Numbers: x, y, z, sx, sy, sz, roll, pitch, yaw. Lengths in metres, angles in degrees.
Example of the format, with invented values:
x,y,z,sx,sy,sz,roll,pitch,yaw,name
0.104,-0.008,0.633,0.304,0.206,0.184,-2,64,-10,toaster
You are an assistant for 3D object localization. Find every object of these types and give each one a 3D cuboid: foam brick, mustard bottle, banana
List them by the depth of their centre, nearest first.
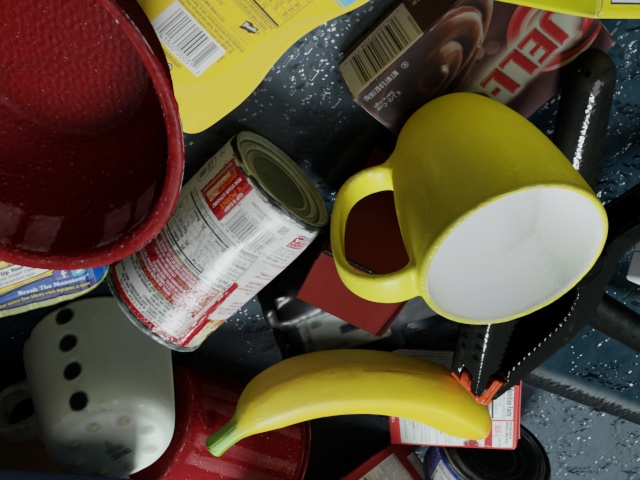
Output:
x,y,z,sx,sy,sz,roll,pitch,yaw,name
-0.013,-0.134,0.452,0.192,0.058,0.096,-35,127,14,mustard bottle
0.029,0.000,0.564,0.051,0.078,0.053,26,144,-1,foam brick
0.031,0.093,0.631,0.197,0.037,0.070,4,138,-28,banana

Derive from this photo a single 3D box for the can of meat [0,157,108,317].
x,y,z,sx,sy,sz,roll,pitch,yaw,name
-0.159,-0.009,0.518,0.102,0.057,0.084,-14,136,-8,can of meat

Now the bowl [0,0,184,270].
x,y,z,sx,sy,sz,roll,pitch,yaw,name
-0.120,-0.066,0.422,0.162,0.055,0.162,11,131,13,bowl

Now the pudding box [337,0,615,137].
x,y,z,sx,sy,sz,roll,pitch,yaw,name
0.078,-0.094,0.536,0.114,0.039,0.090,-40,133,18,pudding box

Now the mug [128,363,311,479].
x,y,z,sx,sy,sz,roll,pitch,yaw,name
-0.073,0.128,0.663,0.081,0.093,0.117,24,151,-30,mug

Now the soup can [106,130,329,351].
x,y,z,sx,sy,sz,roll,pitch,yaw,name
-0.054,0.001,0.556,0.102,0.068,0.068,-43,131,19,soup can

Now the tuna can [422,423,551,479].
x,y,z,sx,sy,sz,roll,pitch,yaw,name
0.118,0.160,0.754,0.086,0.086,0.034,3,128,-23,tuna can

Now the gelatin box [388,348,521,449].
x,y,z,sx,sy,sz,roll,pitch,yaw,name
0.089,0.106,0.714,0.089,0.030,0.073,1,135,10,gelatin box

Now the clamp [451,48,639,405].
x,y,z,sx,sy,sz,roll,pitch,yaw,name
0.134,-0.001,0.590,0.164,0.036,0.210,26,106,-44,clamp
